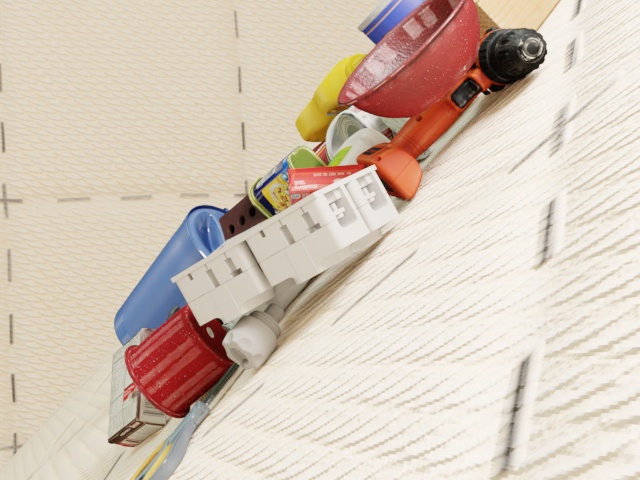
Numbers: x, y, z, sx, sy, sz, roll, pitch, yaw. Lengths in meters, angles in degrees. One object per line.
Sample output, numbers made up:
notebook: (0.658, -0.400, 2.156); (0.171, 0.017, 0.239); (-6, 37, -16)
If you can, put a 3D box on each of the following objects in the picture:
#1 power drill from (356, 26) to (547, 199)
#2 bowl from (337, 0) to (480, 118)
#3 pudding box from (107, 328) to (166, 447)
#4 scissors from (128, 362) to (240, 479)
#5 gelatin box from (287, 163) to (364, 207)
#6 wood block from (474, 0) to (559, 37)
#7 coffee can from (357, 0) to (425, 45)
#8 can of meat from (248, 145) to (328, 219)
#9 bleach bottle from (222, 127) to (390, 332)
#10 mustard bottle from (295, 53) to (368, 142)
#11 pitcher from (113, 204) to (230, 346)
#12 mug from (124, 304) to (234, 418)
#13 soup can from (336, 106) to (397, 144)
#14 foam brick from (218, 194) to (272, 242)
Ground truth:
power drill: (0.124, -0.123, 1.007); (0.187, 0.057, 0.184); (-46, 7, -3)
bowl: (0.092, -0.163, 0.972); (0.162, 0.055, 0.162); (-42, 16, 14)
pudding box: (-0.207, 0.168, 1.213); (0.090, 0.039, 0.113); (-40, 42, 48)
scissors: (-0.114, 0.166, 0.980); (0.201, 0.016, 0.096); (-49, 9, -13)
gelatin box: (0.006, -0.038, 1.032); (0.089, 0.073, 0.030); (89, 178, -62)
wood block: (0.216, -0.285, 1.193); (0.205, 0.091, 0.090); (-51, 9, -29)
coffee can: (0.128, -0.238, 1.248); (0.103, 0.140, 0.103); (-46, 7, 7)
can of meat: (-0.023, -0.055, 1.301); (0.084, 0.102, 0.057); (-38, 11, 40)
bleach bottle: (-0.013, 0.000, 1.111); (0.250, 0.068, 0.103); (-52, 9, -18)
mustard bottle: (0.033, -0.199, 1.442); (0.096, 0.058, 0.192); (-22, -11, -23)
pitcher: (-0.199, 0.065, 1.575); (0.148, 0.145, 0.243); (-4, -35, -51)
mug: (-0.132, 0.122, 1.091); (0.081, 0.093, 0.117); (-41, -28, 13)
soup can: (0.078, -0.140, 1.220); (0.102, 0.068, 0.069); (-35, 2, -22)
foam brick: (-0.082, -0.022, 1.354); (0.051, 0.053, 0.078); (7, -36, -46)
